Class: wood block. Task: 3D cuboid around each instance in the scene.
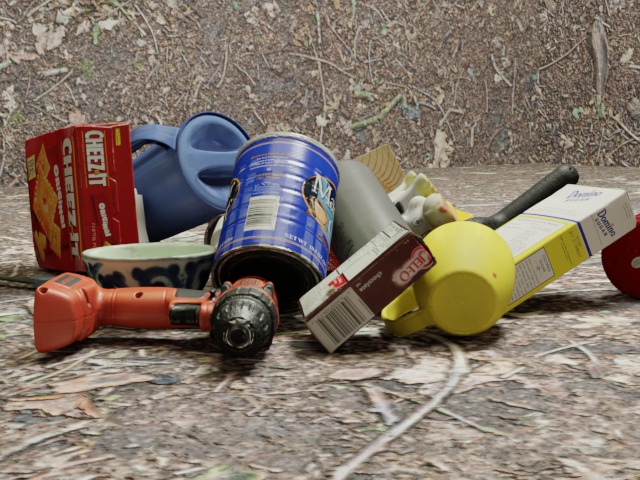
[{"bbox_3d":[0.057,-0.051,1.361,0.090,0.091,0.206,-28,-2,-4],"label":"wood block"}]

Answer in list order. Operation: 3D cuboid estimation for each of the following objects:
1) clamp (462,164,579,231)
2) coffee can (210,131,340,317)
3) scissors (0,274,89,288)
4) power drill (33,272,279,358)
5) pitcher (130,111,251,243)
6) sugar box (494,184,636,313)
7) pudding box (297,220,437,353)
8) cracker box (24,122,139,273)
[{"bbox_3d":[0.172,-0.002,1.095,0.209,0.165,0.036,-15,55,-40],"label":"clamp"},{"bbox_3d":[-0.039,-0.015,0.981,0.103,0.103,0.140,0,50,9],"label":"coffee can"},{"bbox_3d":[-0.283,0.045,1.168,0.096,0.016,0.202,-5,7,-41],"label":"scissors"},{"bbox_3d":[-0.126,0.060,0.845,0.187,0.057,0.184,2,3,0],"label":"power drill"},{"bbox_3d":[-0.208,-0.073,1.409,0.243,0.149,0.144,-23,6,44],"label":"pitcher"},{"bbox_3d":[0.205,0.007,1.017,0.176,0.048,0.093,-28,17,-18],"label":"sugar box"},{"bbox_3d":[0.036,0.035,0.863,0.113,0.039,0.090,-39,7,1],"label":"pudding box"},{"bbox_3d":[-0.281,-0.047,1.242,0.072,0.164,0.214,-6,4,-28],"label":"cracker box"}]
